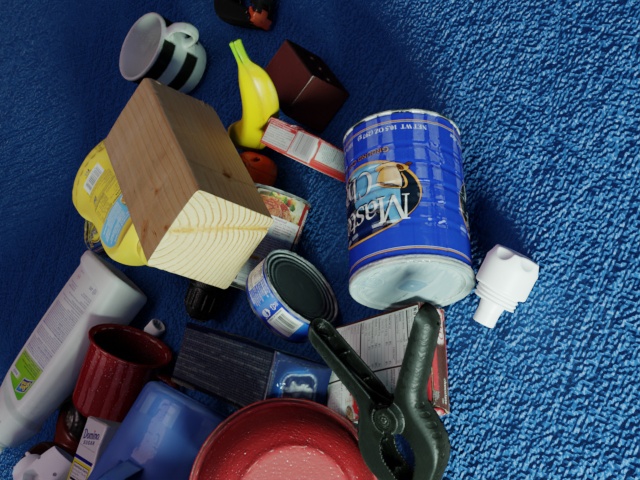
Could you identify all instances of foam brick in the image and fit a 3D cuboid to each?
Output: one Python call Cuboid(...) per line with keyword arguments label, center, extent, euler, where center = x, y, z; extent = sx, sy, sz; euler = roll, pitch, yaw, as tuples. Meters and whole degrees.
Cuboid(label="foam brick", center=(-0.018, -0.158, 1.087), extent=(0.051, 0.052, 0.078), euler=(-51, 44, 19))

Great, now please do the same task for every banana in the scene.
Cuboid(label="banana", center=(-0.069, -0.130, 1.087), extent=(0.198, 0.037, 0.070), euler=(108, 141, -67))

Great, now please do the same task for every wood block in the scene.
Cuboid(label="wood block", center=(-0.133, -0.060, 1.040), extent=(0.090, 0.090, 0.206), euler=(-53, 38, 20))

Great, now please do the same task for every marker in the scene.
Cuboid(label="marker", center=(-0.217, 0.132, 1.201), extent=(0.121, 0.020, 0.020), euler=(-45, 45, 24))

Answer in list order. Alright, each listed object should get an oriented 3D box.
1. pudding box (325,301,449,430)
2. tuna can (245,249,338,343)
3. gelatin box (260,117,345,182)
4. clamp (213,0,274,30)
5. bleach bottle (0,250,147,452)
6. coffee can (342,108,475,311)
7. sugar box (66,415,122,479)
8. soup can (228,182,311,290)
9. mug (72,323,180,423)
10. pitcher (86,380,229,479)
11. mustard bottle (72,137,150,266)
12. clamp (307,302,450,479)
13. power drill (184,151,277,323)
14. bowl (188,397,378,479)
Cuboid(label="pudding box", center=(0.055, 0.109, 0.903), extent=(0.114, 0.039, 0.090), euler=(-19, 60, 39))
Cuboid(label="tuna can", center=(-0.027, 0.052, 0.980), extent=(0.034, 0.086, 0.086), euler=(-44, 46, 28))
Cuboid(label="gelatin box", center=(-0.005, -0.085, 1.026), extent=(0.089, 0.073, 0.030), euler=(30, 95, 50))
Cuboid(label="clamp", center=(-0.105, -0.312, 1.261), extent=(0.165, 0.036, 0.210), euler=(-40, 48, 28))
Cuboid(label="bleach bottle", center=(-0.306, 0.137, 1.211), extent=(0.251, 0.068, 0.103), euler=(-52, 38, -3))
Cuboid(label="coffee can", center=(0.072, -0.024, 0.893), extent=(0.103, 0.102, 0.140), euler=(-25, 56, 39))
Cuboid(label="sugar box", center=(-0.218, 0.274, 1.083), extent=(0.048, 0.093, 0.176), euler=(9, 79, 48))
Cuboid(label="soup can", center=(-0.057, 0.001, 1.048), extent=(0.069, 0.068, 0.102), euler=(14, 84, 49))
Cuboid(label="mug", center=(-0.203, 0.150, 1.133), extent=(0.117, 0.093, 0.081), euler=(25, 105, 10))
Cuboid(label="pitcher", center=(-0.173, 0.256, 0.986), extent=(0.243, 0.145, 0.149), euler=(-62, 19, -10))
Cuboid(label="mustard bottle", center=(-0.201, -0.029, 1.139), extent=(0.096, 0.058, 0.192), euler=(-55, 44, 13))
Cuboid(label="clamp", center=(0.064, 0.127, 0.827), extent=(0.120, 0.039, 0.171), euler=(-22, 93, 45))
Cuboid(label="power drill", center=(-0.134, -0.020, 1.153), extent=(0.188, 0.057, 0.184), euler=(24, 91, 48))
Cuboid(label="bowl", center=(-0.024, 0.207, 0.850), extent=(0.055, 0.162, 0.162), euler=(146, 140, -79))
